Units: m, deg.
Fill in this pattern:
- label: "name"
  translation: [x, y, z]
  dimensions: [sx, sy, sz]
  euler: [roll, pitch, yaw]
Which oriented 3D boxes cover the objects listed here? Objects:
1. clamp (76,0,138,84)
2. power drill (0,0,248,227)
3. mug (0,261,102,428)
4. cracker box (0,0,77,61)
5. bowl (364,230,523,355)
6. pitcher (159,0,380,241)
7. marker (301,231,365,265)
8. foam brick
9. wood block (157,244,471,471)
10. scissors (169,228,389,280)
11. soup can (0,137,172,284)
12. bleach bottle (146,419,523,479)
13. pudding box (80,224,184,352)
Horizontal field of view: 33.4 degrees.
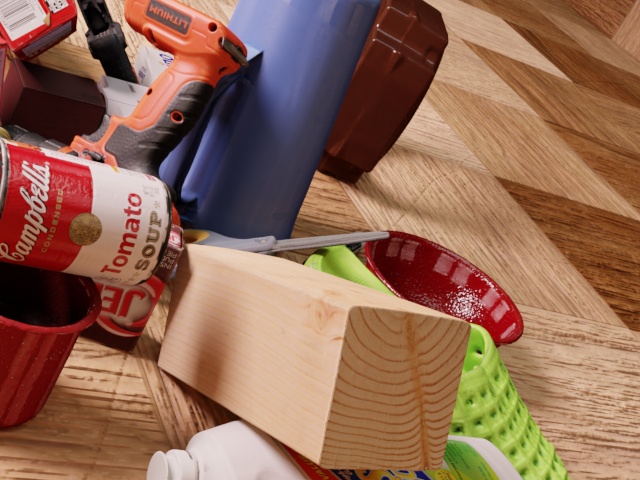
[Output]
- label: "clamp"
  translation: [-0.209, -0.203, 1.021]
  dimensions: [0.039, 0.171, 0.120]
  euler: [-14, 77, -6]
- label: "power drill"
  translation: [-0.155, -0.100, 0.822]
  dimensions: [0.185, 0.187, 0.057]
  euler: [28, 0, 20]
- label: "mug"
  translation: [-0.191, 0.055, 0.607]
  dimensions: [0.093, 0.082, 0.117]
  euler: [38, 25, 18]
- label: "cracker box"
  translation: [-0.279, -0.247, 0.935]
  dimensions: [0.164, 0.072, 0.214]
  euler: [61, -8, -13]
- label: "bowl"
  translation: [0.099, 0.059, 0.957]
  dimensions: [0.162, 0.055, 0.162]
  euler: [24, 24, -12]
- label: "pitcher"
  translation: [-0.049, -0.120, 0.912]
  dimensions: [0.144, 0.243, 0.149]
  euler: [18, 20, -18]
- label: "marker"
  translation: [0.013, 0.013, 0.995]
  dimensions: [0.020, 0.020, 0.121]
  euler: [35, 25, 13]
- label: "foam brick"
  translation: [-0.236, -0.117, 0.933]
  dimensions: [0.078, 0.051, 0.053]
  euler: [13, 30, -33]
- label: "wood block"
  translation: [-0.013, 0.067, 0.670]
  dimensions: [0.090, 0.091, 0.206]
  euler: [10, 3, -34]
- label: "scissors"
  translation: [-0.055, 0.001, 0.835]
  dimensions: [0.201, 0.016, 0.096]
  euler: [-11, 20, -12]
- label: "soup can"
  translation: [-0.145, -0.015, 0.608]
  dimensions: [0.102, 0.069, 0.068]
  euler: [13, 29, -34]
- label: "bleach bottle"
  translation: [0.016, 0.160, 0.660]
  dimensions: [0.250, 0.068, 0.103]
  euler: [12, 27, -31]
- label: "pudding box"
  translation: [-0.159, 0.016, 0.712]
  dimensions: [0.113, 0.090, 0.039]
  euler: [22, 24, -15]
